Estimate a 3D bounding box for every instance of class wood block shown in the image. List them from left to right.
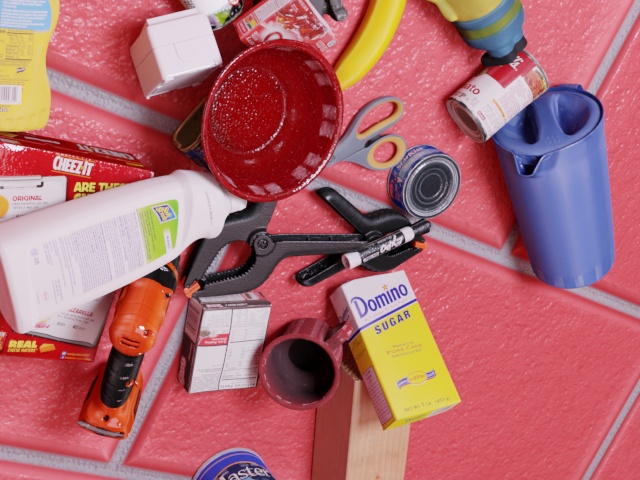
[{"bbox_3d":[0.053,0.234,1.340,0.090,0.091,0.206,-9,117,-27],"label":"wood block"}]

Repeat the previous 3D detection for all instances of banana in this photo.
[{"bbox_3d":[0.057,-0.252,1.141,0.069,0.037,0.198,7,109,-12],"label":"banana"}]

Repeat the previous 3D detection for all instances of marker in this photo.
[{"bbox_3d":[0.079,0.003,1.239,0.121,0.020,0.020,-24,123,-25],"label":"marker"}]

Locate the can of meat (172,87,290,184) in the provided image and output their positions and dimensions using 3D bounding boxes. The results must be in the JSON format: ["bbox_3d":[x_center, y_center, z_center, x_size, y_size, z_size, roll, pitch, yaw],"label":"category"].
[{"bbox_3d":[-0.091,-0.109,1.107,0.102,0.058,0.083,-49,125,-2],"label":"can of meat"}]

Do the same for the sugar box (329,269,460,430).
[{"bbox_3d":[0.087,0.126,1.254,0.093,0.176,0.048,-11,159,-28],"label":"sugar box"}]

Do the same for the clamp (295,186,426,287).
[{"bbox_3d":[0.051,-0.010,1.253,0.171,0.039,0.120,-8,122,-31],"label":"clamp"}]

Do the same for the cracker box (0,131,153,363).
[{"bbox_3d":[-0.277,0.007,1.044,0.163,0.072,0.214,9,107,-36],"label":"cracker box"}]

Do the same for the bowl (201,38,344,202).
[{"bbox_3d":[-0.057,-0.121,1.046,0.161,0.055,0.162,-14,117,-31],"label":"bowl"}]

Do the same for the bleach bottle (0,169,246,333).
[{"bbox_3d":[-0.184,-0.001,1.014,0.250,0.068,0.102,-20,121,-27],"label":"bleach bottle"}]

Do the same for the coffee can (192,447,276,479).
[{"bbox_3d":[-0.083,0.328,1.273,0.102,0.140,0.103,-13,119,-25],"label":"coffee can"}]

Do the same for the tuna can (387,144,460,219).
[{"bbox_3d":[0.124,-0.069,1.269,0.086,0.034,0.086,-13,119,-25],"label":"tuna can"}]

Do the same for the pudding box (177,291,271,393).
[{"bbox_3d":[-0.109,0.117,1.219,0.089,0.039,0.113,-1,116,-31],"label":"pudding box"}]

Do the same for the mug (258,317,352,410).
[{"bbox_3d":[-0.010,0.131,1.235,0.117,0.081,0.093,-41,95,16],"label":"mug"}]

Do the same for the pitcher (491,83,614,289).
[{"bbox_3d":[0.302,-0.066,1.329,0.149,0.145,0.243,-24,128,-5],"label":"pitcher"}]

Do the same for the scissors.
[{"bbox_3d":[0.022,-0.085,1.212,0.201,0.016,0.096,-40,127,-7],"label":"scissors"}]

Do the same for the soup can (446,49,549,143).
[{"bbox_3d":[0.206,-0.170,1.248,0.102,0.069,0.068,-40,127,-7],"label":"soup can"}]

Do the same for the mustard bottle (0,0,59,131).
[{"bbox_3d":[-0.283,-0.195,0.948,0.096,0.058,0.192,0,113,-29],"label":"mustard bottle"}]

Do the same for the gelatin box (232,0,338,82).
[{"bbox_3d":[-0.033,-0.205,1.057,0.073,0.030,0.089,-33,147,11],"label":"gelatin box"}]

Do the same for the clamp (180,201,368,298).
[{"bbox_3d":[-0.058,0.001,1.175,0.210,0.036,0.164,-41,115,2],"label":"clamp"}]

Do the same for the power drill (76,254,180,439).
[{"bbox_3d":[-0.194,0.097,1.104,0.057,0.184,0.188,18,123,-5],"label":"power drill"}]
